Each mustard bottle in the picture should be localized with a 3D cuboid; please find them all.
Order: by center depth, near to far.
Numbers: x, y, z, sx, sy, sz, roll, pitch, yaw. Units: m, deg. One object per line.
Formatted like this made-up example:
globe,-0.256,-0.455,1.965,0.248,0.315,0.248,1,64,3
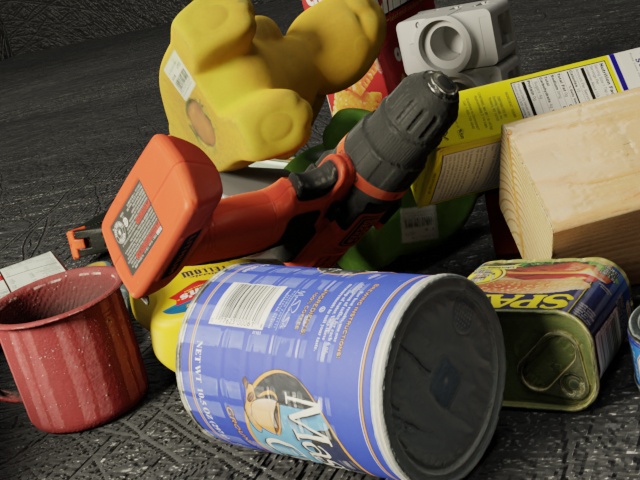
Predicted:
mustard bottle,-0.068,0.053,0.715,0.096,0.058,0.192,-8,16,-17

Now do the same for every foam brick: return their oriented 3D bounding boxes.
foam brick,0.154,-0.026,0.789,0.053,0.051,0.078,-9,19,17

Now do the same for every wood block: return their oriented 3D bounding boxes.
wood block,0.225,-0.042,0.668,0.206,0.091,0.090,-16,55,-2

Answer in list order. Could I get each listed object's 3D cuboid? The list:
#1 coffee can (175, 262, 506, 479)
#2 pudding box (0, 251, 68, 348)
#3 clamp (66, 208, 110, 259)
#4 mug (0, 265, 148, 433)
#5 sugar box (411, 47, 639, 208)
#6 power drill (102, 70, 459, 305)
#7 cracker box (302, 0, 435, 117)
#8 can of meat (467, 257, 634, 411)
coffee can,0.009,0.065,0.551,0.141,0.103,0.102,2,25,42
pudding box,-0.253,0.050,0.901,0.090,0.039,0.114,-20,21,-18
clamp,-0.153,-0.030,1.058,0.209,0.036,0.165,-19,18,-23
mug,-0.172,0.074,0.696,0.117,0.081,0.093,-13,18,3
sugar box,0.148,-0.077,0.720,0.176,0.048,0.093,-16,-19,-8
power drill,-0.022,-0.031,0.636,0.187,0.057,0.185,-8,-31,-39
cracker box,0.065,-0.171,1.022,0.072,0.214,0.164,-4,21,28
can of meat,0.116,0.049,0.594,0.102,0.057,0.083,-2,19,33
